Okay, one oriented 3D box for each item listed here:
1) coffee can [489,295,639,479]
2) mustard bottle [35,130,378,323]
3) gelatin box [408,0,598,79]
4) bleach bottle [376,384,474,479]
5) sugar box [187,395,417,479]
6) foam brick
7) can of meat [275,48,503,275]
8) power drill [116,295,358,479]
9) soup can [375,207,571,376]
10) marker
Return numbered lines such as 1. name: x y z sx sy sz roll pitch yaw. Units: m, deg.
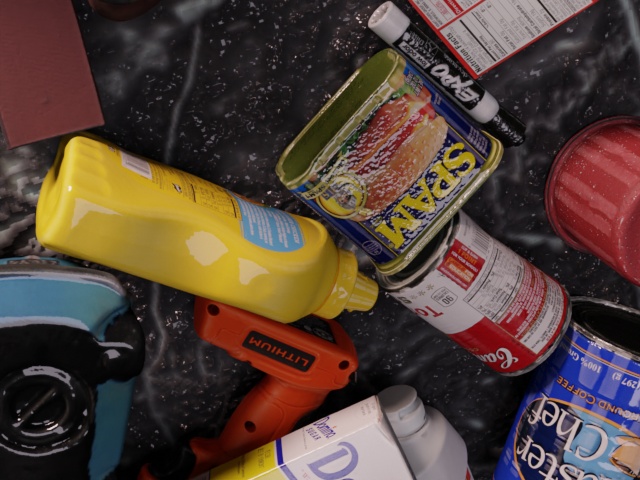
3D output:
1. coffee can: 0.177 0.120 0.682 0.102 0.103 0.140 12 108 -19
2. mustard bottle: -0.054 0.001 0.579 0.191 0.096 0.058 20 104 -21
3. gelatin box: 0.097 -0.141 0.579 0.089 0.030 0.073 -30 119 32
4. bleach bottle: 0.079 0.209 0.695 0.068 0.102 0.251 -6 117 26
5. sugar box: -0.027 0.168 0.607 0.176 0.048 0.093 -25 102 4
6. foam brick: -0.145 -0.094 0.541 0.051 0.053 0.078 -15 114 -9
7. can of meat: 0.037 -0.046 0.606 0.084 0.057 0.102 40 98 -22
8. power drill: -0.075 0.116 0.642 0.184 0.057 0.188 22 106 -17
9. soup can: 0.092 0.028 0.643 0.102 0.068 0.068 36 99 -24
10. marker: 0.076 -0.093 0.617 0.121 0.020 0.020 37 98 -24
